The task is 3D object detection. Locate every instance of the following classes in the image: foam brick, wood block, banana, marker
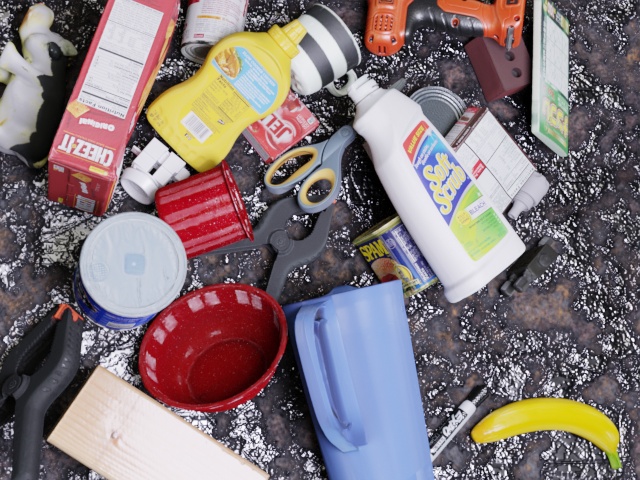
[{"bbox_3d":[0.220,-0.216,1.298,0.053,0.051,0.078,-21,86,-19],"label":"foam brick"},{"bbox_3d":[-0.167,0.221,1.088,0.206,0.090,0.090,35,74,-7],"label":"wood block"},{"bbox_3d":[0.271,0.216,1.240,0.197,0.037,0.069,13,76,-13],"label":"banana"},{"bbox_3d":[0.151,0.210,1.216,0.020,0.020,0.121,46,71,-4],"label":"marker"}]

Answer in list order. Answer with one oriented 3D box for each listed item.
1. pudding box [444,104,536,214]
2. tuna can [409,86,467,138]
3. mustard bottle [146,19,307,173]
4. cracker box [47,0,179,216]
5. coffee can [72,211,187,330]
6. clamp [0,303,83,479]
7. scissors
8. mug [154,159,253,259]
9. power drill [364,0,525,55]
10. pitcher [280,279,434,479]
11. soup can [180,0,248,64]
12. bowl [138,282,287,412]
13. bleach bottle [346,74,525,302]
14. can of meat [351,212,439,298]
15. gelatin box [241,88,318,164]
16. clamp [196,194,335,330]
[{"bbox_3d":[0.190,-0.088,1.249,0.113,0.039,0.090,45,76,-31],"label":"pudding box"},{"bbox_3d":[0.133,-0.137,1.268,0.086,0.034,0.086,3,79,-15],"label":"tuna can"},{"bbox_3d":[-0.091,-0.169,1.158,0.192,0.058,0.096,-42,106,7],"label":"mustard bottle"},{"bbox_3d":[-0.215,-0.147,1.104,0.072,0.164,0.213,19,75,-10],"label":"cracker box"},{"bbox_3d":[-0.197,0.035,1.087,0.102,0.140,0.103,3,79,-15],"label":"coffee can"},{"bbox_3d":[-0.289,0.157,1.052,0.036,0.165,0.209,53,57,-39],"label":"clamp"},{"bbox_3d":[0.032,-0.101,1.191,0.201,0.016,0.096,-31,58,-3],"label":"scissors"},{"bbox_3d":[-0.126,-0.034,1.139,0.081,0.117,0.093,-20,115,2],"label":"mug"},{"bbox_3d":[0.150,-0.300,1.264,0.188,0.057,0.184,5,72,10],"label":"power drill"},{"bbox_3d":[0.041,0.168,1.133,0.149,0.145,0.243,-11,86,-21],"label":"pitcher"},{"bbox_3d":[-0.117,-0.255,1.202,0.068,0.069,0.102,11,78,-14],"label":"soup can"},{"bbox_3d":[-0.106,0.123,1.117,0.162,0.055,0.162,-10,46,10],"label":"bowl"},{"bbox_3d":[0.106,-0.064,1.130,0.102,0.068,0.251,-35,88,-33],"label":"bleach bottle"},{"bbox_3d":[0.091,0.016,1.194,0.057,0.102,0.084,-34,92,-20],"label":"can of meat"},{"bbox_3d":[-0.058,-0.143,1.218,0.073,0.030,0.089,-39,91,-18],"label":"gelatin box"},{"bbox_3d":[-0.058,0.001,1.188,0.120,0.039,0.171,42,72,-8],"label":"clamp"}]
